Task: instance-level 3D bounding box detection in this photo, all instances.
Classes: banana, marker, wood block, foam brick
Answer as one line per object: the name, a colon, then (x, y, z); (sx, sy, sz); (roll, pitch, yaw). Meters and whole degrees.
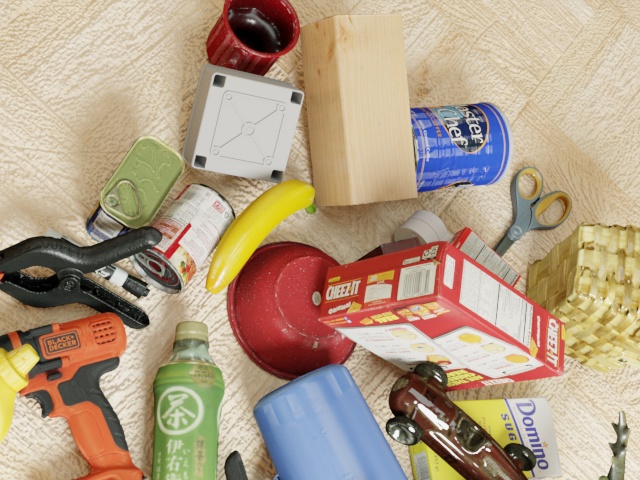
banana: (-0.058, -0.016, 1.141); (0.197, 0.037, 0.069); (-39, 131, -43)
marker: (-0.229, 0.025, 1.092); (0.121, 0.020, 0.020); (31, 61, -12)
wood block: (0.042, -0.145, 1.208); (0.090, 0.090, 0.206); (-8, 94, -27)
foam brick: (0.079, 0.034, 1.202); (0.052, 0.078, 0.051); (-10, 77, -28)

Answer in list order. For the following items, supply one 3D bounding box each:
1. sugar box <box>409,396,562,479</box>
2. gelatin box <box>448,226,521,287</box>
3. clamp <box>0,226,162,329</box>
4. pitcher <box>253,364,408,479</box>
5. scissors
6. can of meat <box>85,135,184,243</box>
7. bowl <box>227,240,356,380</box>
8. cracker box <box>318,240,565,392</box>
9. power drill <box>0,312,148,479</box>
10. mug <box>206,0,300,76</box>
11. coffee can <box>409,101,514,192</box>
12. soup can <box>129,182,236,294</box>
sugar box: (0.184, 0.226, 1.198); (0.176, 0.048, 0.093); (0, 71, -24)
gelatin box: (0.174, 0.041, 1.211); (0.089, 0.030, 0.073); (43, 58, -6)
clamp: (-0.236, 0.026, 1.041); (0.171, 0.120, 0.039); (11, 26, -21)
pitcher: (0.018, 0.257, 1.066); (0.148, 0.145, 0.243); (-12, 72, -50)
scissors: (0.237, -0.028, 1.339); (0.201, 0.016, 0.096); (-26, 82, -31)
can of meat: (-0.194, -0.046, 1.097); (0.057, 0.084, 0.102); (34, 60, -11)
bowl: (-0.017, 0.069, 1.156); (0.161, 0.055, 0.162); (9, 68, -23)
cracker box: (0.130, 0.084, 1.122); (0.213, 0.164, 0.072); (32, 57, -36)
power drill: (-0.253, 0.171, 1.002); (0.184, 0.057, 0.188); (-14, 79, -23)
mug: (-0.086, -0.223, 1.218); (0.093, 0.082, 0.117); (33, 60, -11)
coffee can: (0.144, -0.111, 1.274); (0.140, 0.103, 0.103); (-7, 74, -28)
soup can: (-0.143, -0.003, 1.115); (0.068, 0.069, 0.102); (41, 59, -7)
